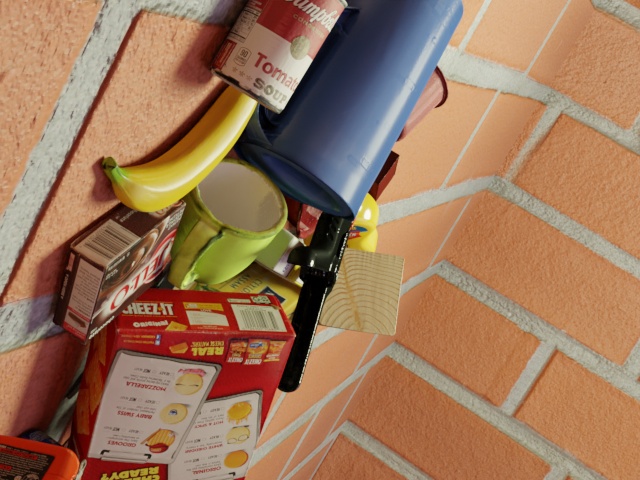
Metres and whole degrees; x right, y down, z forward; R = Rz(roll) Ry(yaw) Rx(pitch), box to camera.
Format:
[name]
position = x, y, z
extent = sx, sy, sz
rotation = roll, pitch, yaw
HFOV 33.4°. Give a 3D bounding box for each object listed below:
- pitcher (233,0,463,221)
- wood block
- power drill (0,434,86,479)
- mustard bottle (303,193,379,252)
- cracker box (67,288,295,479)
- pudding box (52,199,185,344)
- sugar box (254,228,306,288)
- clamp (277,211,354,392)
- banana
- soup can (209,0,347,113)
[pitcher]
position = 0.029, -0.154, 1.004
extent = 0.242, 0.145, 0.149
rotation = -59, -178, -10
[wood block]
position = 0.023, 0.060, 1.276
extent = 0.206, 0.090, 0.091
rotation = 171, -72, -77
[power drill]
position = -0.244, 0.236, 0.868
extent = 0.057, 0.184, 0.188
rotation = -69, 160, -45
[mustard bottle]
position = 0.024, -0.030, 1.332
extent = 0.191, 0.096, 0.058
rotation = 87, 17, -69
[cracker box]
position = -0.134, 0.145, 0.975
extent = 0.164, 0.072, 0.214
rotation = 3, 124, -25
[pudding box]
position = -0.161, 0.017, 0.859
extent = 0.113, 0.039, 0.090
rotation = -43, 162, -49
[sugar box]
position = -0.057, 0.001, 1.100
extent = 0.048, 0.093, 0.176
rotation = -57, 168, -5
[clamp]
position = -0.001, 0.023, 1.046
extent = 0.209, 0.036, 0.165
rotation = -67, 168, -47
[banana]
position = -0.105, -0.073, 0.858
extent = 0.197, 0.037, 0.070
rotation = -44, 163, -46
[soup can]
position = -0.034, -0.160, 0.841
extent = 0.102, 0.068, 0.068
rotation = -58, 168, 3
